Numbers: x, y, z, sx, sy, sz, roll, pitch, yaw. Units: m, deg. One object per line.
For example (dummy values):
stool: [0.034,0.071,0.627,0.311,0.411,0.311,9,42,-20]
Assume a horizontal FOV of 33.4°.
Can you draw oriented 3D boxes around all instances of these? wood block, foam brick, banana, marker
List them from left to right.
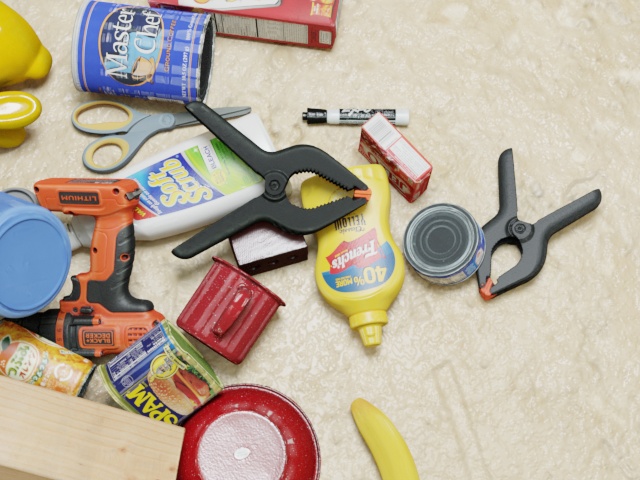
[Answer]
wood block: [-0.246,0.208,1.025,0.206,0.091,0.090,18,48,-13]
foam brick: [-0.058,0.001,1.148,0.078,0.053,0.051,-16,75,-5]
marker: [0.040,-0.140,1.208,0.121,0.020,0.020,0,74,0]
banana: [0.070,0.257,1.083,0.069,0.037,0.198,-2,74,-2]

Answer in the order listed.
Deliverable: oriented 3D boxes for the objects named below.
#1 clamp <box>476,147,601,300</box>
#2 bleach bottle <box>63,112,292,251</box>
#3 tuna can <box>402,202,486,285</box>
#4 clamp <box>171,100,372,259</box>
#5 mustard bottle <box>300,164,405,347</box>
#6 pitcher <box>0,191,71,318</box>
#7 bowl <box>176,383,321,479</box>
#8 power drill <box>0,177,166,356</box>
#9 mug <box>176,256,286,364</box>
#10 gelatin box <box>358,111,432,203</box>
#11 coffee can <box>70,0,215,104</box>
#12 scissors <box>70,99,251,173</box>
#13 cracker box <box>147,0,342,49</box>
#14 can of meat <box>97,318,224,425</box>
clamp: [0.211,-0.018,1.164,0.120,0.039,0.171,36,79,24]
bleach bottle: [-0.163,-0.044,1.157,0.250,0.068,0.102,-25,80,-4]
tuna can: [0.132,0.003,1.145,0.086,0.033,0.086,-7,70,19]
clamp: [-0.052,-0.065,1.108,0.210,0.036,0.164,-2,89,-1]
mustard bottle: [0.039,0.019,1.140,0.096,0.058,0.191,-11,75,5]
pitcher: [-0.359,0.009,1.053,0.243,0.149,0.145,14,63,38]
bowl: [-0.079,0.221,1.083,0.162,0.055,0.162,0,73,-1]
power drill: [-0.252,0.030,1.104,0.184,0.057,0.188,0,102,5]
mug: [-0.094,0.074,1.097,0.093,0.117,0.081,35,81,-8]
gelatin box: [0.081,-0.089,1.165,0.030,0.073,0.089,-41,79,-10]
coffee can: [-0.194,-0.207,1.181,0.140,0.103,0.103,7,74,1]
scissors: [-0.183,-0.116,1.200,0.202,0.016,0.096,6,75,1]
cracker box: [-0.077,-0.317,1.231,0.213,0.072,0.164,8,73,3]
can of meat: [-0.159,0.140,1.076,0.084,0.102,0.057,-38,37,-1]
